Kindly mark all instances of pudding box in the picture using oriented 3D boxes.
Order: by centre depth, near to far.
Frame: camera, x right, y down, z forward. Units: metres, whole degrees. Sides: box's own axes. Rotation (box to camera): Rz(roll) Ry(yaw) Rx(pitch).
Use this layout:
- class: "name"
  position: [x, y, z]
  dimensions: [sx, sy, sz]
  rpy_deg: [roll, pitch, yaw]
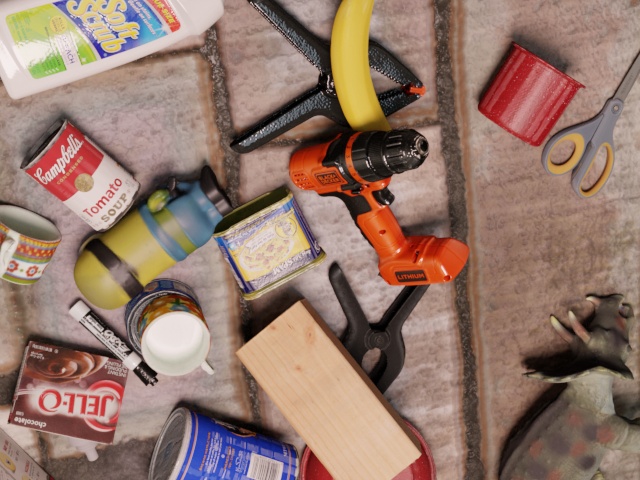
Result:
- class: "pudding box"
  position: [-0.268, 0.164, 1.142]
  dimensions: [0.113, 0.039, 0.090]
  rpy_deg: [14, 73, -16]

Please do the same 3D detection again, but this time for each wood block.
- class: "wood block"
  position: [0.010, 0.171, 1.156]
  dimensions: [0.090, 0.091, 0.206]
  rpy_deg: [-39, 86, 3]

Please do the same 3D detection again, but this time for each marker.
- class: "marker"
  position: [-0.220, 0.112, 1.143]
  dimensions: [0.121, 0.020, 0.020]
  rpy_deg: [44, 95, -2]

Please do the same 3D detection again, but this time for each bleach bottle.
- class: "bleach bottle"
  position: [-0.197, -0.224, 1.032]
  dimensions: [0.250, 0.068, 0.102]
  rpy_deg: [-22, 113, -8]

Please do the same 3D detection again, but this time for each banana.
- class: "banana"
  position: [0.045, -0.172, 1.079]
  dimensions: [0.069, 0.037, 0.198]
  rpy_deg: [-9, 113, -15]

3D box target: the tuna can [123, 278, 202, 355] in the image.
- class: "tuna can"
  position: [-0.170, 0.087, 1.160]
  dimensions: [0.086, 0.034, 0.086]
  rpy_deg: [-4, 110, -12]

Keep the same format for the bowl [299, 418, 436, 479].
- class: "bowl"
  position: [0.057, 0.273, 1.226]
  dimensions: [0.162, 0.055, 0.162]
  rpy_deg: [1, 79, -3]

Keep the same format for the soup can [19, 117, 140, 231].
- class: "soup can"
  position: [-0.240, -0.065, 1.073]
  dimensions: [0.068, 0.068, 0.102]
  rpy_deg: [-46, 113, 5]

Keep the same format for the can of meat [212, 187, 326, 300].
- class: "can of meat"
  position: [-0.058, 0.001, 1.145]
  dimensions: [0.102, 0.057, 0.084]
  rpy_deg: [-28, 111, -3]

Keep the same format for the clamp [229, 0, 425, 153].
- class: "clamp"
  position: [0.005, -0.157, 1.114]
  dimensions: [0.209, 0.036, 0.165]
  rpy_deg: [9, 105, -19]

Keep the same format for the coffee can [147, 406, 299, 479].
- class: "coffee can"
  position: [-0.109, 0.257, 1.196]
  dimensions: [0.140, 0.103, 0.103]
  rpy_deg: [22, 102, -20]

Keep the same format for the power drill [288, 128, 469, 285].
- class: "power drill"
  position: [0.076, -0.036, 1.109]
  dimensions: [0.187, 0.185, 0.057]
  rpy_deg: [52, 57, -25]

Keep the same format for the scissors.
- class: "scissors"
  position: [0.311, -0.146, 1.203]
  dimensions: [0.096, 0.016, 0.202]
  rpy_deg: [8, 106, -16]

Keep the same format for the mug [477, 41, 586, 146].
- class: "mug"
  position: [0.228, -0.153, 1.150]
  dimensions: [0.117, 0.093, 0.081]
  rpy_deg: [11, 116, -55]

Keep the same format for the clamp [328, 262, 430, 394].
- class: "clamp"
  position: [0.071, 0.103, 1.221]
  dimensions: [0.120, 0.039, 0.171]
  rpy_deg: [-5, 107, -6]
